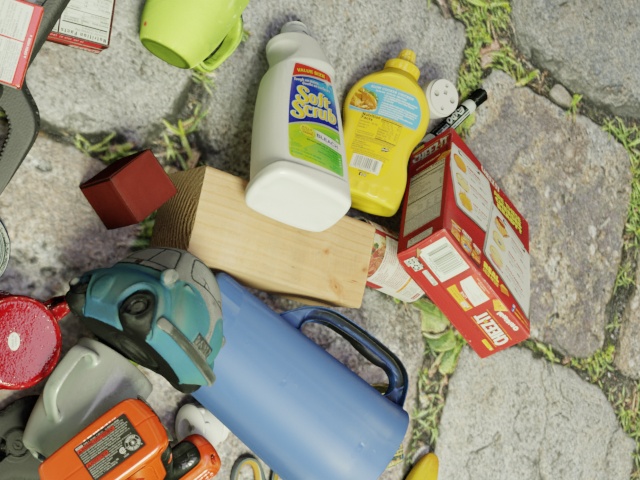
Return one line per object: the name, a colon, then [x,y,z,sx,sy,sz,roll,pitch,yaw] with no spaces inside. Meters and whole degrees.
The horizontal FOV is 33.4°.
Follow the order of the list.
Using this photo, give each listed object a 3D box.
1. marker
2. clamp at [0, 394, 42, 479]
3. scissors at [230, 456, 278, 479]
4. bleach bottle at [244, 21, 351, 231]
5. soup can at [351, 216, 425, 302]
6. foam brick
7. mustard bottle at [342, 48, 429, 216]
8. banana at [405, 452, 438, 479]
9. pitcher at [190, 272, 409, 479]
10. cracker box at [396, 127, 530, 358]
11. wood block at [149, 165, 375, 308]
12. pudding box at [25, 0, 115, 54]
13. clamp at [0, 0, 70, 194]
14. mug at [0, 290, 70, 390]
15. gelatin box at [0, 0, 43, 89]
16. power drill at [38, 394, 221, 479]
marker: [0.161,-0.145,1.278,0.121,0.020,0.020,-43,110,-27]
clamp: [-0.281,0.193,0.954,0.171,0.039,0.120,2,87,-33]
scissors: [-0.039,0.314,1.121,0.096,0.016,0.202,-23,100,-32]
bleach bottle: [-0.027,-0.131,1.074,0.102,0.068,0.251,22,45,-30]
soup can: [0.071,0.022,1.179,0.102,0.069,0.068,23,75,-31]
foam brick: [-0.182,-0.048,1.011,0.053,0.078,0.051,-41,107,-29]
mustard bottle: [0.068,-0.128,1.182,0.096,0.058,0.191,19,73,6]
banana: [0.068,0.308,1.178,0.197,0.037,0.069,-24,101,-32]
pitcher: [-0.036,0.138,1.041,0.243,0.145,0.149,41,24,-6]
cracker box: [0.161,-0.001,1.181,0.164,0.072,0.213,48,29,-22]
wood block: [-0.057,0.001,1.083,0.205,0.091,0.090,18,77,-31]
pudding box: [-0.239,-0.242,1.009,0.089,0.039,0.113,11,84,-31]
clamp: [-0.309,-0.140,0.946,0.164,0.036,0.210,4,96,-16]
mug: [-0.269,0.083,0.943,0.117,0.082,0.093,-31,104,-31]
gelatin box: [-0.290,-0.178,0.913,0.089,0.030,0.073,16,90,-16]
power drill: [-0.181,0.219,0.936,0.184,0.187,0.057,-38,68,-13]
